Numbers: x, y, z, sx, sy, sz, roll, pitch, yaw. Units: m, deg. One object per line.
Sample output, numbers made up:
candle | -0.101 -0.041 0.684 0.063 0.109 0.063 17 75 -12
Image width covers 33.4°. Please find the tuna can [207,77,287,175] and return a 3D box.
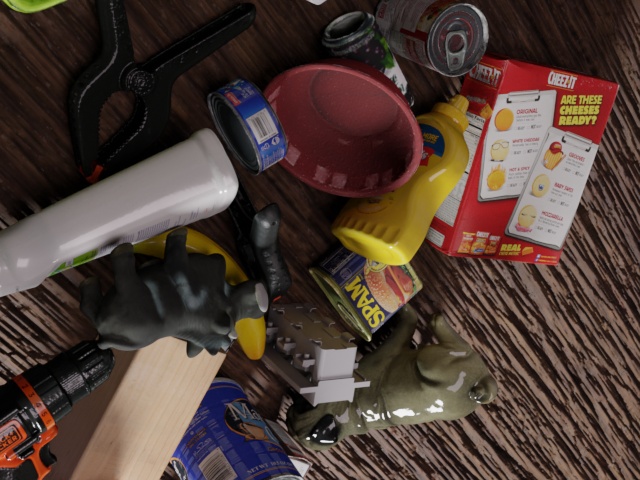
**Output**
tuna can | -0.066 -0.105 0.976 0.033 0.086 0.086 -32 124 -16

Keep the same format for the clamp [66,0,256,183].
clamp | -0.168 -0.151 0.925 0.164 0.036 0.210 27 99 -37

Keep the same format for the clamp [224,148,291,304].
clamp | -0.057 0.001 1.013 0.039 0.120 0.171 -27 126 -10

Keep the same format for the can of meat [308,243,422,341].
can of meat | 0.050 0.041 1.128 0.084 0.058 0.102 -42 125 -10

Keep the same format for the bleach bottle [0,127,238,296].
bleach bottle | -0.200 -0.014 0.927 0.250 0.103 0.068 -25 83 -20

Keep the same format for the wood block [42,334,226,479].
wood block | -0.188 0.167 1.025 0.090 0.091 0.206 23 98 -36

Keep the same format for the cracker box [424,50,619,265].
cracker box | 0.212 -0.086 1.155 0.163 0.072 0.214 5 108 -32

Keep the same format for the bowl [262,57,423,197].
bowl | 0.024 -0.117 1.009 0.162 0.162 0.055 57 39 -35

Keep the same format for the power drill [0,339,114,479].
power drill | -0.231 0.196 0.921 0.184 0.057 0.187 -33 122 -21

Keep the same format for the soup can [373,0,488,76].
soup can | 0.103 -0.202 1.020 0.068 0.102 0.068 -12 117 -25

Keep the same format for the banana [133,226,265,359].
banana | -0.111 0.039 1.038 0.069 0.037 0.197 -47 117 6

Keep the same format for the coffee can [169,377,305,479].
coffee can | -0.090 0.220 1.061 0.102 0.140 0.103 -22 137 -22

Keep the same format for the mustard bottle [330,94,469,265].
mustard bottle | 0.095 -0.069 1.074 0.058 0.096 0.191 46 70 -37
